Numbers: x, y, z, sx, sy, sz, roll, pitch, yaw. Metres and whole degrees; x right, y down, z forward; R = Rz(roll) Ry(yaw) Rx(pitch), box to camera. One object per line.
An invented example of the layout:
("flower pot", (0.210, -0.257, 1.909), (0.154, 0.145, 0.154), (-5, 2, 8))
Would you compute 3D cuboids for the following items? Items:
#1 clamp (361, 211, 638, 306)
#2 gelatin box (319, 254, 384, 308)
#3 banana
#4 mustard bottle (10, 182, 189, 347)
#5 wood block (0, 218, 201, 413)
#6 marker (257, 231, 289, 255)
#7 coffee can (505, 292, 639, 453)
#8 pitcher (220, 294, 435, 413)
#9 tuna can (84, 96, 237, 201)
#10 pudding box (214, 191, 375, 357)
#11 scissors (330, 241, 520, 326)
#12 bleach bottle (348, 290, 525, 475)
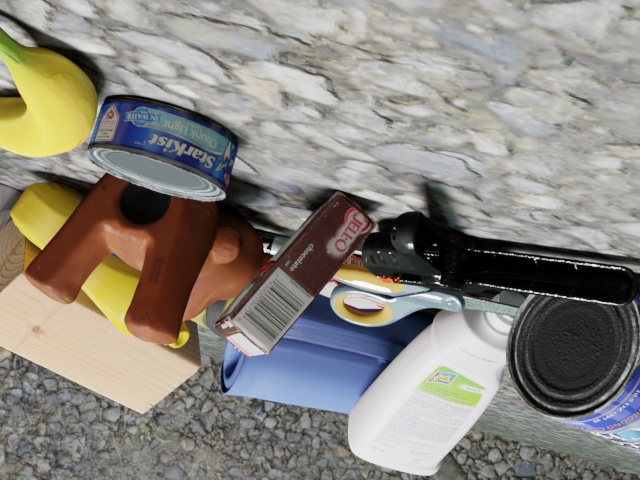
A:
("clamp", (0.078, 0.012, 0.702), (0.164, 0.036, 0.210), (16, 173, -27))
("gelatin box", (0.027, 0.034, 0.919), (0.073, 0.030, 0.089), (22, 167, -24))
("banana", (-0.163, -0.078, 0.611), (0.069, 0.037, 0.198), (42, 161, -10))
("mustard bottle", (-0.171, 0.026, 0.883), (0.192, 0.058, 0.096), (39, -178, 32))
("wood block", (-0.220, 0.071, 1.005), (0.091, 0.090, 0.205), (-39, 129, 22))
("marker", (-0.056, 0.001, 0.893), (0.121, 0.020, 0.020), (13, 169, 13))
("coffee can", (0.211, 0.089, 0.742), (0.140, 0.103, 0.103), (25, 166, -41))
("pitcher", (0.029, 0.113, 1.071), (0.242, 0.145, 0.149), (14, -149, -13))
("tuna can", (-0.093, -0.053, 0.629), (0.086, 0.034, 0.086), (15, 169, 3))
("pudding box", (-0.019, 0.025, 0.712), (0.039, 0.113, 0.090), (43, 167, -2))
("scissors", (0.090, 0.055, 0.839), (0.202, 0.016, 0.096), (22, 139, 2))
("bleach bottle", (0.114, 0.122, 0.934), (0.102, 0.068, 0.251), (16, 141, -15))
